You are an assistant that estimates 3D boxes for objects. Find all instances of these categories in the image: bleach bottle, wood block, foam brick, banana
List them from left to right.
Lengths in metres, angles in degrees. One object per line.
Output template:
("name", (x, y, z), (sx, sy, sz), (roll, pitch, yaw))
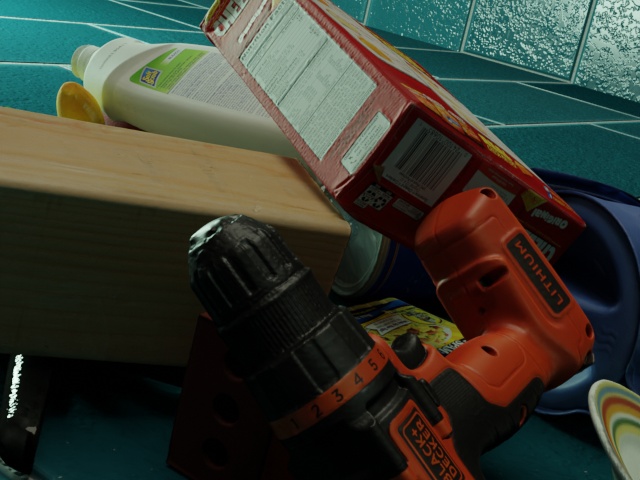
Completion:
("banana", (-0.214, -0.092, 0.885), (0.069, 0.037, 0.198), (31, -16, -27))
("wood block", (-0.104, 0.000, 0.522), (0.205, 0.091, 0.090), (8, 25, -27))
("bleach bottle", (-0.090, -0.117, 0.848), (0.251, 0.068, 0.102), (20, 50, 26))
("foam brick", (-0.028, 0.072, 0.486), (0.053, 0.078, 0.051), (23, 18, 31))

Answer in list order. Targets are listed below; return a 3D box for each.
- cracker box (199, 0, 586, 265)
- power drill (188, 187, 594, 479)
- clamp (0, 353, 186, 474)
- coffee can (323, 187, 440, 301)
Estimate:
("cracker box", (0.037, -0.071, 0.639), (0.164, 0.072, 0.214), (27, 18, -40))
("power drill", (0.041, 0.044, 0.465), (0.184, 0.057, 0.187), (56, 38, -3))
("clamp", (-0.126, 0.048, 0.566), (0.164, 0.036, 0.210), (1, 24, -40))
("coffee can", (0.082, -0.006, 0.786), (0.140, 0.103, 0.103), (5, 18, -26))
